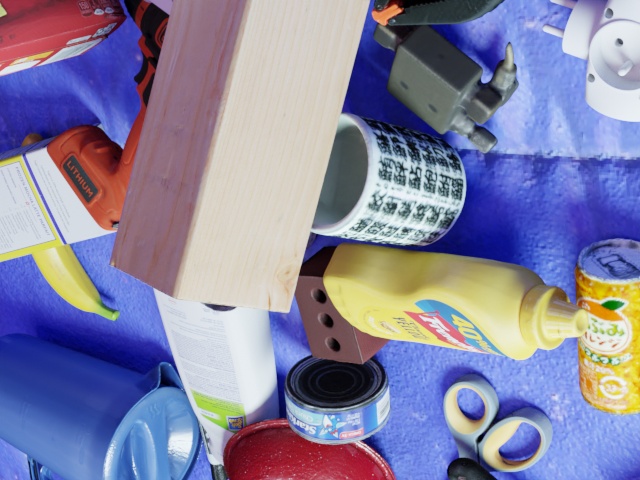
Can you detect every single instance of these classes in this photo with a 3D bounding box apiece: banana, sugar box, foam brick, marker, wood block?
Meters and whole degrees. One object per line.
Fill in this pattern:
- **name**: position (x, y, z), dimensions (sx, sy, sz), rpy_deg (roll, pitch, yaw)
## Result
- **banana**: position (-0.255, -0.009, 1.029), dimensions (0.070, 0.037, 0.198), rpy_deg (-12, 112, 23)
- **sugar box**: position (-0.260, -0.038, 0.967), dimensions (0.176, 0.048, 0.093), rpy_deg (-13, 110, 19)
- **foam brick**: position (0.018, 0.050, 0.833), dimensions (0.053, 0.051, 0.078), rpy_deg (3, 119, 38)
- **marker**: position (-0.108, 0.191, 1.051), dimensions (0.020, 0.020, 0.121), rpy_deg (11, 124, 34)
- **wood block**: position (-0.053, -0.069, 0.676), dimensions (0.090, 0.090, 0.206), rpy_deg (20, 97, 49)

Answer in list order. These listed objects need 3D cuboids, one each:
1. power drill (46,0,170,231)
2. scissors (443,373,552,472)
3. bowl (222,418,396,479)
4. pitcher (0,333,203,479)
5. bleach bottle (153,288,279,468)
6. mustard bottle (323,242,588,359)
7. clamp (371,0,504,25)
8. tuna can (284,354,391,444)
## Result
- **power drill**: position (-0.139, -0.114, 0.810), dimensions (0.184, 0.057, 0.188), rpy_deg (53, 126, 21)
- **scissors**: position (0.109, 0.174, 0.869), dimensions (0.096, 0.016, 0.202), rpy_deg (48, 136, 5)
- **bowl**: position (-0.015, 0.228, 0.936), dimensions (0.162, 0.055, 0.162), rpy_deg (9, 132, 10)
- **pitcher**: position (-0.249, 0.186, 1.079), dimensions (0.243, 0.149, 0.145), rpy_deg (16, 138, 35)
- **bleach bottle**: position (-0.088, 0.118, 0.957), dimensions (0.103, 0.068, 0.251), rpy_deg (15, 128, 29)
- **mustard bottle**: position (0.097, 0.044, 0.730), dimensions (0.192, 0.058, 0.096), rpy_deg (5, 151, 47)
- **clamp**: position (0.104, -0.169, 0.607), dimensions (0.120, 0.039, 0.172), rpy_deg (40, 136, -13)
- **tuna can**: position (0.014, 0.124, 0.862), dimensions (0.086, 0.086, 0.034), rpy_deg (15, 124, 31)
